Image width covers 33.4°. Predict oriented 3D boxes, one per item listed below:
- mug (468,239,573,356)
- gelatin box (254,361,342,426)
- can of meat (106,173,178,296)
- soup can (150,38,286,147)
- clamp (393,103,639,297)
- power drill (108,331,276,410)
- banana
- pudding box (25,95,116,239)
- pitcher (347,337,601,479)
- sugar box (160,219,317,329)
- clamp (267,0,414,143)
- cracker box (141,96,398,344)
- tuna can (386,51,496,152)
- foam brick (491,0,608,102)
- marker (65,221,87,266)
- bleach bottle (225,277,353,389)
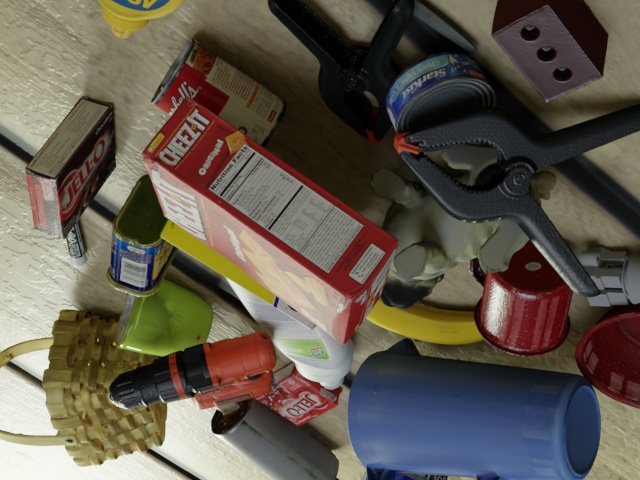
[{"bbox_3d":[0.188,0.042,1.017,0.117,0.093,0.081,41,148,33],"label":"mug"},{"bbox_3d":[-0.028,0.190,1.322,0.073,0.030,0.089,35,140,-18],"label":"gelatin box"},{"bbox_3d":[-0.178,-0.008,1.098,0.057,0.102,0.084,19,140,2],"label":"can of meat"},{"bbox_3d":[-0.090,-0.123,0.949,0.102,0.068,0.069,32,140,-16],"label":"soup can"},{"bbox_3d":[0.165,-0.061,0.860,0.210,0.036,0.165,21,101,-9],"label":"clamp"},{"bbox_3d":[-0.131,0.156,1.209,0.184,0.057,0.187,-15,169,2],"label":"power drill"},{"bbox_3d":[0.104,0.074,1.126,0.198,0.037,0.070,10,122,11],"label":"banana"},{"bbox_3d":[-0.241,-0.071,1.040,0.039,0.113,0.090,19,142,6],"label":"pudding box"},{"bbox_3d":[0.156,0.196,1.107,0.243,0.144,0.149,-1,111,37],"label":"pitcher"},{"bbox_3d":[-0.057,0.001,1.031,0.176,0.048,0.093,31,100,12],"label":"sugar box"},{"bbox_3d":[0.021,-0.149,0.887,0.120,0.039,0.171,18,147,18],"label":"clamp"},{"bbox_3d":[-0.044,-0.010,0.917,0.214,0.072,0.164,34,165,9],"label":"cracker box"},{"bbox_3d":[0.098,-0.113,0.874,0.086,0.034,0.086,-13,146,-9],"label":"tuna can"},{"bbox_3d":[0.174,-0.156,0.806,0.053,0.051,0.078,-23,125,40],"label":"foam brick"},{"bbox_3d":[-0.280,-0.015,1.198,0.020,0.020,0.121,13,141,9],"label":"marker"},{"bbox_3d":[-0.029,0.083,1.171,0.103,0.068,0.250,4,142,25],"label":"bleach bottle"}]
